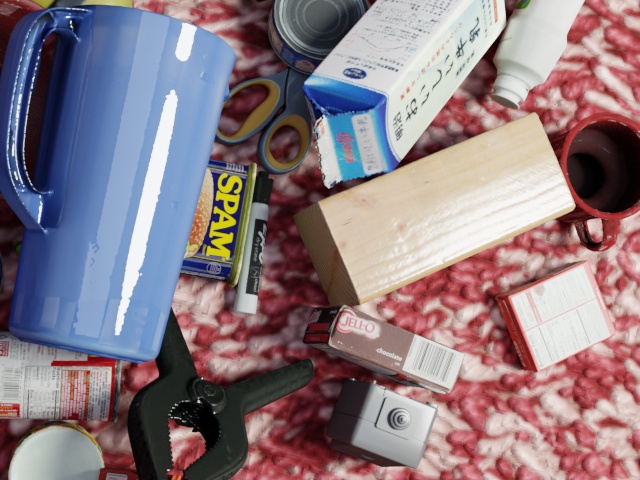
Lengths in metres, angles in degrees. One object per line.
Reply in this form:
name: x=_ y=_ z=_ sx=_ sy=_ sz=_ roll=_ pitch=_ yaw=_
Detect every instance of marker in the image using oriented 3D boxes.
marker: x=-0.056 y=0.001 z=0.898 sx=0.020 sy=0.020 sz=0.121 roll=9 pitch=83 yaw=-13

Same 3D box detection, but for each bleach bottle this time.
bleach bottle: x=0.215 y=-0.234 z=0.958 sx=0.068 sy=0.102 sz=0.251 roll=26 pitch=86 yaw=-2

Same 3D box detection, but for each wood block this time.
wood block: x=0.095 y=-0.024 z=0.902 sx=0.206 sy=0.091 sz=0.090 roll=-23 pitch=91 yaw=-15

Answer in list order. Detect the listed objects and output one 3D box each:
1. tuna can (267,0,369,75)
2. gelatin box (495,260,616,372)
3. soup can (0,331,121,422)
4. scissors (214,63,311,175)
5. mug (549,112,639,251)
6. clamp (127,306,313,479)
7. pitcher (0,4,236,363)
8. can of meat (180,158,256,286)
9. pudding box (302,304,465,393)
tuna can: x=-0.001 y=-0.185 z=0.907 sx=0.086 sy=0.034 sz=0.086 roll=2 pitch=77 yaw=-9
gelatin box: x=0.210 y=0.067 z=0.954 sx=0.089 sy=0.030 sz=0.073 roll=-23 pitch=92 yaw=-15
soup can: x=-0.208 y=0.105 z=0.826 sx=0.102 sy=0.069 sz=0.068 roll=3 pitch=84 yaw=-13
scissors: x=-0.005 y=-0.136 z=0.926 sx=0.201 sy=0.016 sz=0.096 roll=-38 pitch=96 yaw=-14
mug: x=0.239 y=-0.048 z=0.944 sx=0.093 sy=0.082 sz=0.117 roll=-9 pitch=87 yaw=-15
clamp: x=-0.100 y=0.116 z=0.813 sx=0.164 sy=0.036 sz=0.209 roll=33 pitch=34 yaw=-3
pitcher: x=-0.155 y=-0.041 z=0.767 sx=0.149 sy=0.145 sz=0.243 roll=11 pitch=82 yaw=-4
can of meat: x=-0.103 y=-0.020 z=0.870 sx=0.084 sy=0.057 sz=0.102 roll=10 pitch=82 yaw=-10
pudding box: x=0.050 y=0.088 z=0.880 sx=0.113 sy=0.090 sz=0.039 roll=24 pitch=81 yaw=-11
